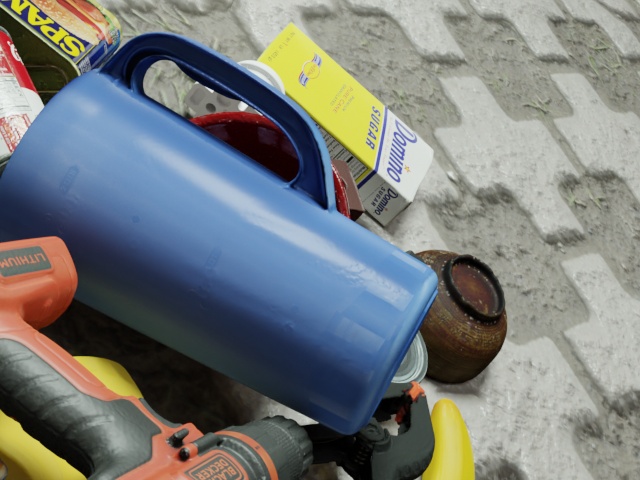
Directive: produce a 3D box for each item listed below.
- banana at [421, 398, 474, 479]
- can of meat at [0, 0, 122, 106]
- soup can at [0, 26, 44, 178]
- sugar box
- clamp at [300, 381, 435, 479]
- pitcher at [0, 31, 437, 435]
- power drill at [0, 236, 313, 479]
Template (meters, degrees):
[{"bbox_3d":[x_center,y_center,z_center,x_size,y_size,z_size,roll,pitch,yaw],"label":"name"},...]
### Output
[{"bbox_3d":[0.072,0.178,0.725,0.069,0.037,0.197,59,33,-5],"label":"banana"},{"bbox_3d":[-0.201,-0.147,0.760,0.102,0.058,0.083,38,36,-10],"label":"can of meat"},{"bbox_3d":[-0.210,-0.078,0.679,0.068,0.069,0.102,-10,64,-47],"label":"soup can"},{"bbox_3d":[0.015,-0.102,0.926,0.176,0.048,0.093,38,38,-7],"label":"sugar box"},{"bbox_3d":[0.032,0.143,0.688,0.120,0.039,0.171,45,37,20],"label":"clamp"},{"bbox_3d":[-0.054,0.001,0.622,0.243,0.149,0.144,28,55,8],"label":"pitcher"},{"bbox_3d":[-0.099,0.077,0.529,0.188,0.057,0.184,40,17,14],"label":"power drill"}]
